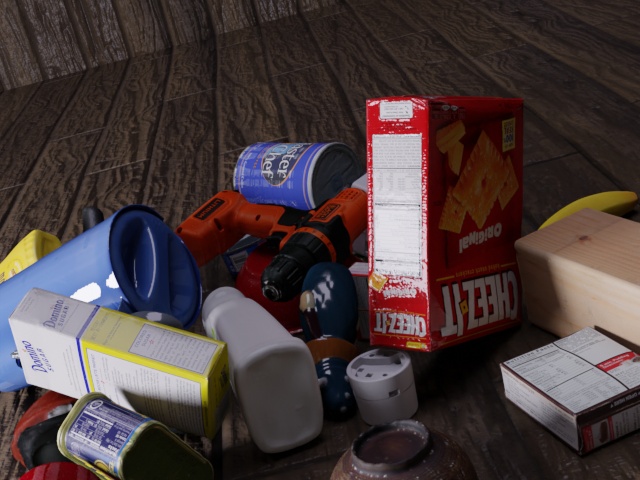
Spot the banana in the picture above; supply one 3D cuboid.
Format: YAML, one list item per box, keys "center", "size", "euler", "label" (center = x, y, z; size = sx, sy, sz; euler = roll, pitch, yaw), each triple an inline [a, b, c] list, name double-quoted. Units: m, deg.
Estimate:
- center: [0.268, -0.008, 1.122]
  size: [0.070, 0.037, 0.197]
  euler: [20, 38, 28]
  label: "banana"

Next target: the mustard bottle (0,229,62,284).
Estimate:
- center: [-0.369, 0.077, 1.232]
  size: [0.192, 0.058, 0.096]
  euler: [-37, 55, 21]
  label: "mustard bottle"

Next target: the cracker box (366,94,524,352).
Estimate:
- center: [0.115, -0.020, 0.944]
  size: [0.072, 0.214, 0.163]
  euler: [3, 7, 39]
  label: "cracker box"

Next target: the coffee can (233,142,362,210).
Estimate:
- center: [-0.029, -0.077, 1.394]
  size: [0.141, 0.103, 0.102]
  euler: [5, 29, 42]
  label: "coffee can"

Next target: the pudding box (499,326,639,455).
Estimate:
- center: [0.209, 0.115, 0.843]
  size: [0.090, 0.039, 0.114]
  euler: [-21, 20, -14]
  label: "pudding box"

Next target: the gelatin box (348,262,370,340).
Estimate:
- center: [0.070, 0.060, 1.024]
  size: [0.089, 0.073, 0.030]
  euler: [1, 26, 37]
  label: "gelatin box"

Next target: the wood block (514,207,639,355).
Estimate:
- center: [0.268, 0.047, 0.905]
  size: [0.090, 0.090, 0.206]
  euler: [-24, 23, -20]
  label: "wood block"

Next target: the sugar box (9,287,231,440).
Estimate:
- center: [-0.163, 0.101, 0.881]
  size: [0.176, 0.093, 0.048]
  euler: [17, 49, 13]
  label: "sugar box"

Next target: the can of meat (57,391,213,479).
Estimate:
- center: [-0.144, 0.172, 0.849]
  size: [0.084, 0.102, 0.057]
  euler: [11, 62, 44]
  label: "can of meat"

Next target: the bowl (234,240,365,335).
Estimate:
- center: [-0.029, 0.036, 1.153]
  size: [0.162, 0.055, 0.162]
  euler: [-14, 27, 7]
  label: "bowl"

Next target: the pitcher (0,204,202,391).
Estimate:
- center: [-0.252, 0.074, 1.074]
  size: [0.243, 0.145, 0.149]
  euler: [-25, -17, 27]
  label: "pitcher"

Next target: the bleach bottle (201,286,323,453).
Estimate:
- center: [-0.068, 0.096, 0.985]
  size: [0.068, 0.102, 0.251]
  euler: [-17, 21, -13]
  label: "bleach bottle"

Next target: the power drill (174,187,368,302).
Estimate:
- center: [-0.057, 0.001, 1.110]
  size: [0.188, 0.057, 0.184]
  euler: [6, 31, 33]
  label: "power drill"

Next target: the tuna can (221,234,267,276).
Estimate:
- center: [-0.076, 0.010, 1.276]
  size: [0.086, 0.034, 0.086]
  euler: [-24, 10, 4]
  label: "tuna can"
